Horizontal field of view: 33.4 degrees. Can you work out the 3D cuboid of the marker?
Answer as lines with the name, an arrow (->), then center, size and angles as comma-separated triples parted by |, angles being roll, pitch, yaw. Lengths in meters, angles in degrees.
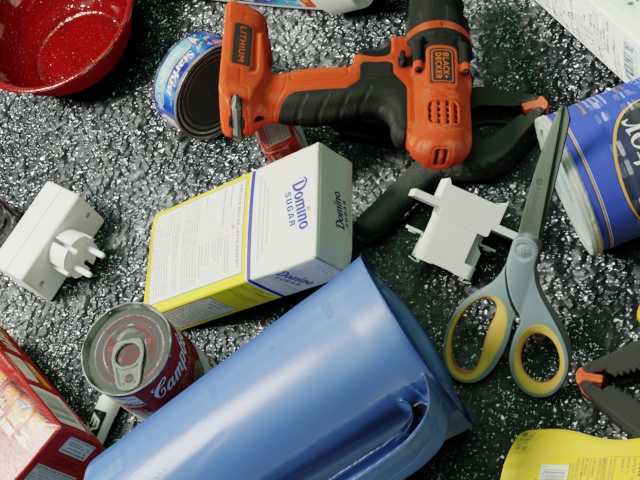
marker -> -0.170, 0.148, 0.806 | 0.020, 0.020, 0.121 | 13, 69, 25

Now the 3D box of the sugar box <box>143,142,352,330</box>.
sugar box -> -0.055, 0.001, 0.791 | 0.177, 0.048, 0.093 | -18, 58, 35

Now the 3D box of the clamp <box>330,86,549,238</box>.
clamp -> 0.087, -0.080, 0.821 | 0.171, 0.039, 0.120 | -23, 63, 0

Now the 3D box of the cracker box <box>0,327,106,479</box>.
cracker box -> -0.283, 0.179, 0.790 | 0.164, 0.072, 0.213 | 37, 85, 36

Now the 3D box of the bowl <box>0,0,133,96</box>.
bowl -> -0.234, -0.190, 0.981 | 0.162, 0.055, 0.162 | -8, 62, 15

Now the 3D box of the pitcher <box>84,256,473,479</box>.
pitcher -> -0.029, 0.132, 0.697 | 0.243, 0.149, 0.145 | -35, 70, 4

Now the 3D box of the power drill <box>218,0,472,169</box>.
power drill -> 0.021, -0.137, 0.798 | 0.187, 0.057, 0.184 | 2, 54, 1

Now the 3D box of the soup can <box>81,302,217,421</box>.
soup can -> -0.117, 0.095, 0.766 | 0.068, 0.102, 0.068 | -8, 62, 15

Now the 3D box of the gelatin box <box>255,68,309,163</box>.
gelatin box -> -0.033, -0.088, 0.847 | 0.030, 0.073, 0.089 | -24, 59, 6

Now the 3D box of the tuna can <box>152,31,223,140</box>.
tuna can -> -0.096, -0.129, 0.883 | 0.034, 0.086, 0.086 | 35, 79, 32

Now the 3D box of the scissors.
scissors -> 0.148, 0.021, 0.698 | 0.096, 0.016, 0.202 | 33, 116, 13
